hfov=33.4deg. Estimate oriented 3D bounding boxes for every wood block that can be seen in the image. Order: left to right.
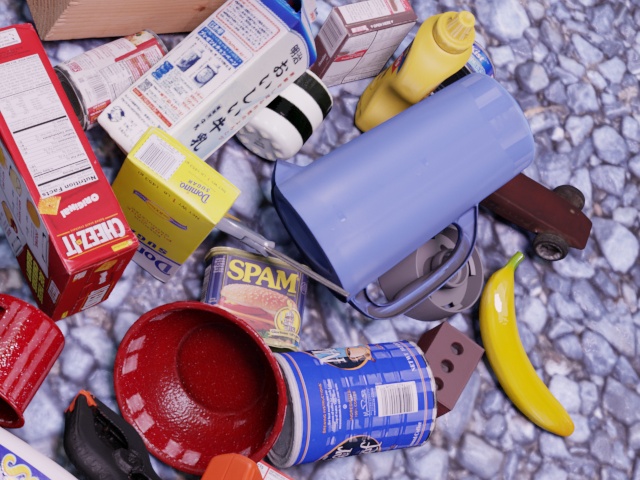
[{"bbox_3d":[-0.174,-0.257,1.033,0.205,0.091,0.090,-13,78,-39],"label":"wood block"}]

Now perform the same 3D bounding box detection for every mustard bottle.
[{"bbox_3d":[0.104,-0.176,1.082,0.058,0.192,0.096,40,62,-4],"label":"mustard bottle"}]

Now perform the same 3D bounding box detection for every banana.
[{"bbox_3d":[0.204,0.114,1.091,0.069,0.037,0.198,-16,92,-4],"label":"banana"}]

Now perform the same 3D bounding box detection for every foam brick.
[{"bbox_3d":[0.115,0.129,1.055,0.053,0.051,0.078,37,62,-6],"label":"foam brick"}]

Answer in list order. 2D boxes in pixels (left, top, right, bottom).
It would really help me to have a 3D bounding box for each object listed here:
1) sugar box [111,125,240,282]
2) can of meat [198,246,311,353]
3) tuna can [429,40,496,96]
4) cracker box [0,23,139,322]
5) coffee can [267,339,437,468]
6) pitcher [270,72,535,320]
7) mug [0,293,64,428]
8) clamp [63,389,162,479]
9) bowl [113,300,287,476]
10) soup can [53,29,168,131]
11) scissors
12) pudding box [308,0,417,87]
[{"bbox_3d":[-0.141,-0.026,0.937,0.093,0.176,0.048,38,60,-5],"label":"sugar box"},{"bbox_3d":[-0.064,0.061,1.006,0.102,0.058,0.084,14,69,-17],"label":"can of meat"},{"bbox_3d":[0.146,-0.183,1.163,0.086,0.086,0.033,42,63,-3],"label":"tuna can"},{"bbox_3d":[-0.240,-0.053,0.915,0.072,0.164,0.214,-24,81,-25],"label":"cracker box"},{"bbox_3d":[0.021,0.148,0.982,0.140,0.103,0.103,-4,73,-23],"label":"coffee can"},{"bbox_3d":[0.087,-0.048,1.026,0.242,0.149,0.145,-33,46,-9],"label":"pitcher"},{"bbox_3d":[-0.269,0.091,0.883,0.093,0.117,0.081,14,56,20],"label":"mug"},{"bbox_3d":[-0.159,0.200,0.902,0.120,0.039,0.172,27,24,-51],"label":"clamp"},{"bbox_3d":[-0.098,0.123,0.939,0.162,0.162,0.055,49,23,0],"label":"bowl"},{"bbox_3d":[-0.199,-0.153,1.022,0.102,0.069,0.068,-29,84,-28],"label":"soup can"},{"bbox_3d":[-0.057,0.001,0.995,0.202,0.096,0.016,29,93,7],"label":"scissors"},{"bbox_3d":[0.038,-0.205,1.112,0.089,0.114,0.039,-19,77,-27],"label":"pudding box"}]
